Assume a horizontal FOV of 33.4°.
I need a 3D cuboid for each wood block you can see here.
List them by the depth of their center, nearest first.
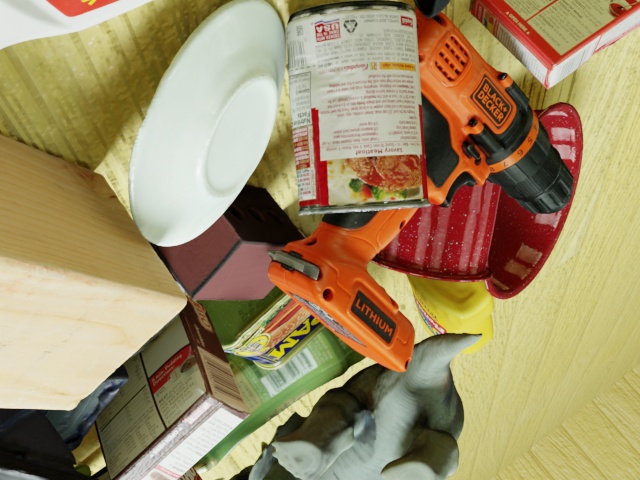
[{"bbox_3d":[-0.159,0.009,0.449,0.090,0.091,0.205,-42,158,10],"label":"wood block"}]

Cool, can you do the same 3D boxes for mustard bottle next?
[{"bbox_3d":[0.116,0.054,0.962,0.058,0.096,0.191,-37,158,-5],"label":"mustard bottle"}]

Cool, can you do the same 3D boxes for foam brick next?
[{"bbox_3d":[-0.054,0.001,0.648,0.051,0.053,0.078,-48,157,20],"label":"foam brick"}]

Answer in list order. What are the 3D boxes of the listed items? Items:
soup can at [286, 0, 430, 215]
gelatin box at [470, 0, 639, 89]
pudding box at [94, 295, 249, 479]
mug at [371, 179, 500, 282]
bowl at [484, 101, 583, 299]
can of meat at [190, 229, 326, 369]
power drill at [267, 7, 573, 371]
[{"bbox_3d":[0.019,-0.066,0.547,0.068,0.102,0.068,-4,-179,0],"label":"soup can"},{"bbox_3d":[0.151,-0.146,0.659,0.089,0.073,0.030,-35,159,-13],"label":"gelatin box"},{"bbox_3d":[-0.102,0.095,0.679,0.090,0.113,0.039,-44,128,11],"label":"pudding box"},{"bbox_3d":[0.070,-0.023,0.740,0.117,0.093,0.081,5,102,-17],"label":"mug"},{"bbox_3d":[0.147,-0.037,0.843,0.161,0.055,0.162,-34,136,-42],"label":"bowl"},{"bbox_3d":[-0.033,0.039,0.753,0.102,0.057,0.083,-43,155,7],"label":"can of meat"},{"bbox_3d":[0.066,-0.018,0.651,0.184,0.057,0.187,40,77,-35],"label":"power drill"}]
